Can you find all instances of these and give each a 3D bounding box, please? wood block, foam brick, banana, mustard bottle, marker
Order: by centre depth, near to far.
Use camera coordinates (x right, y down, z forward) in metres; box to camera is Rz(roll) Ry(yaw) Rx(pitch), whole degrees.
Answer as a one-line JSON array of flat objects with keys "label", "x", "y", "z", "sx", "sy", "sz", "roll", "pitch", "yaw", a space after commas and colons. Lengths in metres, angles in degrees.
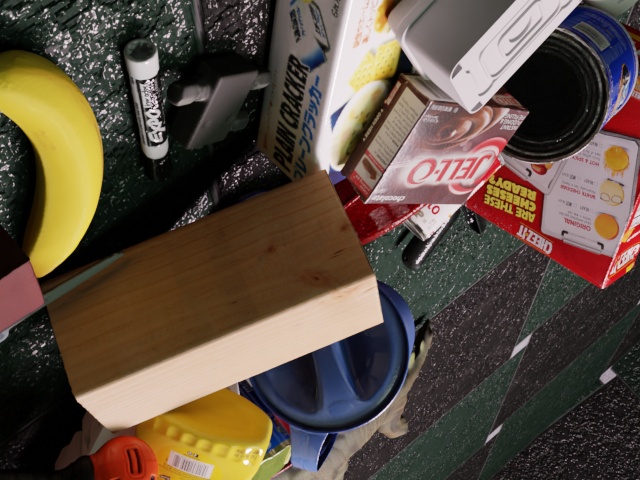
[{"label": "banana", "x": -0.155, "y": -0.045, "z": 0.597, "sx": 0.069, "sy": 0.037, "sz": 0.198, "roll": -15, "pitch": 149, "yaw": -8}, {"label": "foam brick", "x": -0.207, "y": 0.029, "z": 0.607, "sx": 0.078, "sy": 0.053, "sz": 0.051, "roll": -37, "pitch": 156, "yaw": -22}, {"label": "marker", "x": -0.103, "y": -0.075, "z": 0.650, "sx": 0.020, "sy": 0.020, "sz": 0.121, "roll": -36, "pitch": 155, "yaw": -22}, {"label": "wood block", "x": -0.071, "y": 0.043, "z": 0.731, "sx": 0.206, "sy": 0.090, "sz": 0.091, "roll": -22, "pitch": 154, "yaw": -3}, {"label": "mustard bottle", "x": -0.108, "y": 0.194, "z": 0.821, "sx": 0.058, "sy": 0.096, "sz": 0.192, "roll": -74, "pitch": -176, "yaw": -56}]

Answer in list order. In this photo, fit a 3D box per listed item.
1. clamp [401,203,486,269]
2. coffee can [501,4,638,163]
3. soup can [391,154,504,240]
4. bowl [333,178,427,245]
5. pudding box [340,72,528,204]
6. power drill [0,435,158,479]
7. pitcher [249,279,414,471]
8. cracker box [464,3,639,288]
[{"label": "clamp", "x": 0.138, "y": -0.041, "z": 1.094, "sx": 0.120, "sy": 0.039, "sz": 0.171, "roll": -37, "pitch": 150, "yaw": -30}, {"label": "coffee can", "x": 0.184, "y": -0.124, "z": 0.828, "sx": 0.103, "sy": 0.103, "sz": 0.140, "roll": -58, "pitch": 169, "yaw": 28}, {"label": "soup can", "x": 0.108, "y": -0.058, "z": 0.975, "sx": 0.102, "sy": 0.068, "sz": 0.068, "roll": -45, "pitch": 157, "yaw": 0}, {"label": "bowl", "x": 0.046, "y": -0.052, "z": 0.869, "sx": 0.162, "sy": 0.055, "sz": 0.162, "roll": -30, "pitch": 166, "yaw": -9}, {"label": "pudding box", "x": 0.081, "y": -0.069, "z": 0.749, "sx": 0.113, "sy": 0.039, "sz": 0.090, "roll": 0, "pitch": 132, "yaw": -42}, {"label": "power drill", "x": -0.229, "y": 0.192, "z": 0.755, "sx": 0.187, "sy": 0.057, "sz": 0.185, "roll": 2, "pitch": 148, "yaw": -36}, {"label": "pitcher", "x": 0.019, "y": 0.099, "z": 0.955, "sx": 0.149, "sy": 0.145, "sz": 0.242, "roll": -35, "pitch": 173, "yaw": 7}, {"label": "cracker box", "x": 0.238, "y": -0.091, "z": 0.969, "sx": 0.071, "sy": 0.164, "sz": 0.214, "roll": -24, "pitch": 137, "yaw": -41}]
